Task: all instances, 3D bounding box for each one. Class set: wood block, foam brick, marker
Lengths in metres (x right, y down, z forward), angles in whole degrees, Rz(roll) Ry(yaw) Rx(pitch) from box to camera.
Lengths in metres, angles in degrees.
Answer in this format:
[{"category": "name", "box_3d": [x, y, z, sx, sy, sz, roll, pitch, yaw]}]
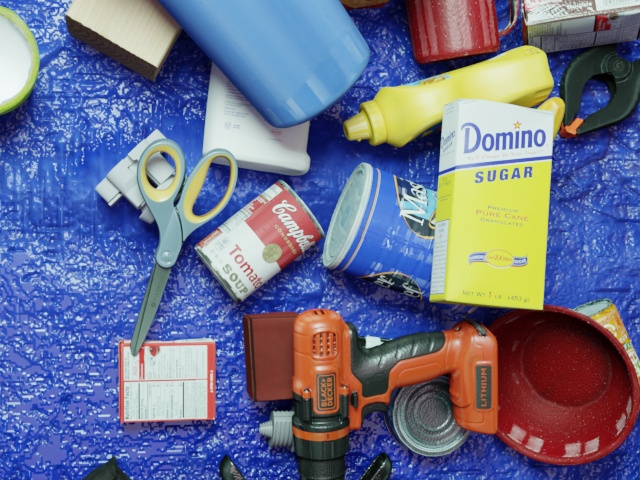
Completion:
[{"category": "wood block", "box_3d": [-0.137, -0.258, 0.952, 0.090, 0.090, 0.206, 29, 85, -10]}, {"category": "foam brick", "box_3d": [-0.043, 0.106, 0.992, 0.051, 0.053, 0.078, -4, 92, -10]}, {"category": "marker", "box_3d": [0.073, 0.104, 1.030, 0.121, 0.020, 0.020, 8, 89, -10]}]

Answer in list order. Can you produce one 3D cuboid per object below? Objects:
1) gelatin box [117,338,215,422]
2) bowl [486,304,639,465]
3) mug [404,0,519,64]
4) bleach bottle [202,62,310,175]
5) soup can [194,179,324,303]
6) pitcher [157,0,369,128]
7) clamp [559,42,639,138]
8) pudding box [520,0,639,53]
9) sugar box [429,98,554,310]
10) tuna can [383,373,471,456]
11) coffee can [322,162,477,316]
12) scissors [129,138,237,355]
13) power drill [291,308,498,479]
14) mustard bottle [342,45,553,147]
[{"category": "gelatin box", "box_3d": [-0.142, 0.129, 0.986, 0.089, 0.030, 0.073, 0, 92, -10]}, {"category": "bowl", "box_3d": [0.227, 0.129, 1.017, 0.162, 0.055, 0.162, 9, 110, 25]}, {"category": "mug", "box_3d": [0.134, -0.214, 1.005, 0.117, 0.093, 0.081, -12, 97, -20]}, {"category": "bleach bottle", "box_3d": [-0.044, -0.192, 0.985, 0.102, 0.068, 0.251, 9, 87, -10]}, {"category": "soup can", "box_3d": [-0.056, 0.001, 0.981, 0.102, 0.068, 0.068, -38, 97, -7]}, {"category": "pitcher", "box_3d": [-0.062, -0.220, 0.867, 0.149, 0.145, 0.242, -33, 114, 16]}, {"category": "clamp", "box_3d": [0.302, -0.168, 1.055, 0.120, 0.039, 0.171, 27, 89, 10]}, {"category": "pudding box", "box_3d": [0.246, -0.211, 1.004, 0.113, 0.090, 0.039, -5, 80, 10]}, {"category": "sugar box", "box_3d": [0.150, -0.030, 0.927, 0.093, 0.048, 0.176, 6, 86, -15]}, {"category": "tuna can", "box_3d": [0.106, 0.164, 1.029, 0.086, 0.034, 0.086, 0, 91, -10]}, {"category": "coffee can", "box_3d": [0.085, 0.000, 0.989, 0.140, 0.103, 0.103, 20, 87, -10]}, {"category": "scissors", "box_3d": [-0.148, -0.003, 0.939, 0.096, 0.016, 0.202, 33, 95, -18]}, {"category": "power drill", "box_3d": [0.065, 0.147, 0.963, 0.187, 0.057, 0.184, -5, 103, -15]}, {"category": "mustard bottle", "box_3d": [0.113, -0.129, 0.995, 0.191, 0.096, 0.058, -17, 96, -10]}]
